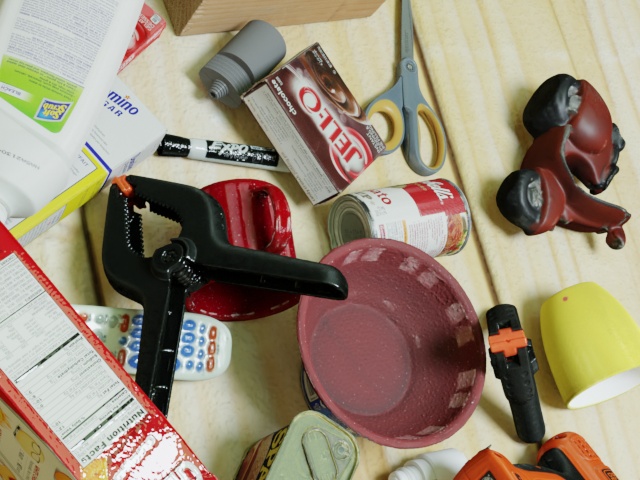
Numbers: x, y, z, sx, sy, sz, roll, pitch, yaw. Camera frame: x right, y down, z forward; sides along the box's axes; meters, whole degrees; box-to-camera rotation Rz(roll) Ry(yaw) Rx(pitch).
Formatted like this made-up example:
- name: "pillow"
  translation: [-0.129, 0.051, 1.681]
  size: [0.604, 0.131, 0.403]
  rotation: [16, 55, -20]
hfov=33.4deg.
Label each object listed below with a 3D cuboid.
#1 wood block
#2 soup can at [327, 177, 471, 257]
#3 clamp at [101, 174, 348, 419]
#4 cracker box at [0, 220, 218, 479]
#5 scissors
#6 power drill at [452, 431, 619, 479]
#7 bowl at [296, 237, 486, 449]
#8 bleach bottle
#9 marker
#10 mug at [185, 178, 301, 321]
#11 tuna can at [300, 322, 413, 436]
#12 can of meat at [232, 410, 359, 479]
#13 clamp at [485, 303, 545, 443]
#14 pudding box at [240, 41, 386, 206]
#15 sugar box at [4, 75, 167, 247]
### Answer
- name: "wood block"
  translation: [-0.033, -0.245, 0.929]
  size: [0.205, 0.091, 0.090]
  rotation: [-13, 76, -33]
- name: "soup can"
  translation: [0.065, -0.012, 0.892]
  size: [0.102, 0.069, 0.068]
  rotation: [-11, 74, -32]
- name: "clamp"
  translation: [-0.100, 0.028, 0.729]
  size: [0.164, 0.036, 0.210]
  rotation: [-42, 51, -8]
- name: "cracker box"
  translation: [-0.172, 0.103, 0.650]
  size: [0.213, 0.164, 0.072]
  rotation: [50, 56, -1]
- name: "scissors"
  translation: [0.066, -0.152, 0.987]
  size: [0.096, 0.016, 0.202]
  rotation: [-3, 70, -30]
- name: "power drill"
  translation: [0.194, 0.223, 0.804]
  size: [0.187, 0.057, 0.185]
  rotation: [14, 30, -47]
- name: "bowl"
  translation: [0.044, 0.082, 0.802]
  size: [0.161, 0.055, 0.162]
  rotation: [12, 63, -25]
- name: "bleach bottle"
  translation: [-0.200, -0.111, 0.740]
  size: [0.102, 0.068, 0.250]
  rotation: [20, 56, -8]
- name: "marker"
  translation: [-0.078, -0.071, 0.869]
  size: [0.120, 0.020, 0.020]
  rotation: [6, 66, -27]
- name: "mug"
  translation: [-0.055, 0.001, 0.793]
  size: [0.093, 0.117, 0.081]
  rotation: [5, 61, -28]
- name: "tuna can"
  translation: [0.029, 0.109, 0.838]
  size: [0.086, 0.034, 0.086]
  rotation: [12, 63, -24]
- name: "can of meat"
  translation: [-0.027, 0.178, 0.745]
  size: [0.057, 0.084, 0.102]
  rotation: [34, 56, -12]
- name: "clamp"
  translation: [0.153, 0.088, 0.861]
  size: [0.039, 0.171, 0.120]
  rotation: [-18, 62, 4]
- name: "pudding box"
  translation: [-0.004, -0.097, 0.890]
  size: [0.113, 0.039, 0.089]
  rotation: [54, 40, -9]
- name: "sugar box"
  translation: [-0.206, -0.061, 0.778]
  size: [0.093, 0.048, 0.176]
  rotation: [47, 52, 1]
